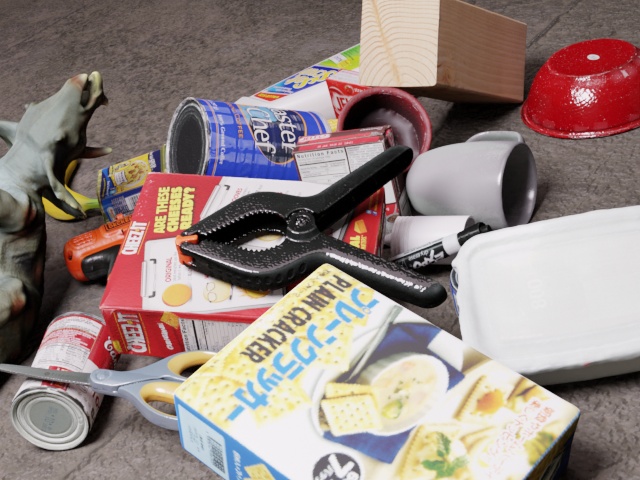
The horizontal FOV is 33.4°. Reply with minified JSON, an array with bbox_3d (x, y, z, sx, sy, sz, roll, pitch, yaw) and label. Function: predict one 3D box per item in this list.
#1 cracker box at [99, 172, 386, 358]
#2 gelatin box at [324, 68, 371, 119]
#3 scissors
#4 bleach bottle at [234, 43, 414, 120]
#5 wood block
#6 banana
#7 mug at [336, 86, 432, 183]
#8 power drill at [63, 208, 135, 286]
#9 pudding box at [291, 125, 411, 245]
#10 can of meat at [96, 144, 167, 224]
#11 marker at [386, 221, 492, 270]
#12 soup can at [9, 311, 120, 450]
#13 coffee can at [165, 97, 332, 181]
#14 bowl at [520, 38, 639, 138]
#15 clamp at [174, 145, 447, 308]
[{"bbox_3d":[-0.057,0.025,0.901,0.214,0.072,0.164,3,45,8],"label":"cracker box"},{"bbox_3d":[0.049,-0.149,1.197,0.030,0.073,0.089,-34,34,-28],"label":"gelatin box"},{"bbox_3d":[-0.152,0.102,0.839,0.202,0.016,0.096,14,33,26],"label":"scissors"},{"bbox_3d":[-0.018,-0.164,1.270,0.250,0.068,0.103,-24,30,-8],"label":"bleach bottle"},{"bbox_3d":[0.133,-0.197,1.122,0.090,0.091,0.205,6,5,34],"label":"wood block"},{"bbox_3d":[-0.309,-0.065,1.283,0.069,0.037,0.198,-8,27,-21],"label":"banana"},{"bbox_3d":[0.069,-0.088,1.064,0.117,0.081,0.093,36,77,7],"label":"mug"},{"bbox_3d":[-0.151,0.020,1.039,0.184,0.057,0.188,-23,28,-10],"label":"power drill"},{"bbox_3d":[0.031,-0.047,0.996,0.090,0.113,0.039,-5,28,19],"label":"pudding box"},{"bbox_3d":[-0.200,-0.055,1.187,0.084,0.057,0.102,-19,29,1],"label":"can of meat"},{"bbox_3d":[0.095,0.011,0.921,0.121,0.020,0.020,-23,23,34],"label":"marker"},{"bbox_3d":[-0.212,0.117,0.894,0.068,0.068,0.102,-10,31,12],"label":"soup can"},{"bbox_3d":[-0.070,-0.085,1.067,0.140,0.103,0.103,3,19,-30],"label":"coffee can"},{"bbox_3d":[0.289,-0.169,1.126,0.162,0.055,0.162,-12,30,7],"label":"bowl"},{"bbox_3d":[-0.007,0.002,0.840,0.210,0.036,0.164,-12,49,-6],"label":"clamp"}]
